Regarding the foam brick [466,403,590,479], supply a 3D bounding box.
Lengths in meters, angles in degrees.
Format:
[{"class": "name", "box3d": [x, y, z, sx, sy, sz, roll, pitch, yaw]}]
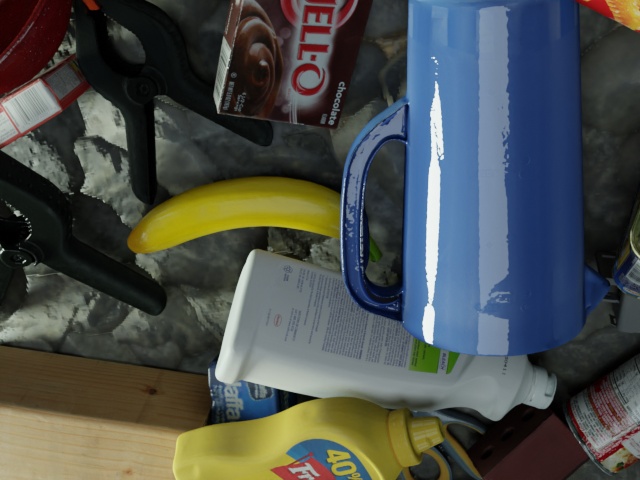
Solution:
[{"class": "foam brick", "box3d": [0.163, 0.168, 0.842, 0.078, 0.053, 0.051, -44, 105, 5]}]

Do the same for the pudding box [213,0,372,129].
[{"class": "pudding box", "box3d": [-0.020, -0.138, 0.733, 0.090, 0.039, 0.114, 6, 119, -19]}]

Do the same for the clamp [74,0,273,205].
[{"class": "clamp", "box3d": [-0.112, -0.114, 0.773, 0.120, 0.039, 0.171, -19, 117, 9]}]

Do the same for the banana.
[{"class": "banana", "box3d": [-0.051, -0.016, 0.806, 0.198, 0.037, 0.070, 3, 112, 4]}]

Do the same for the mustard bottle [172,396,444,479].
[{"class": "mustard bottle", "box3d": [-0.003, 0.159, 0.775, 0.192, 0.058, 0.096, -17, 125, 15]}]

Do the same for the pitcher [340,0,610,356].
[{"class": "pitcher", "box3d": [0.105, -0.053, 0.721, 0.145, 0.148, 0.243, 17, 118, 43]}]

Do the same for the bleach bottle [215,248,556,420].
[{"class": "bleach bottle", "box3d": [0.055, 0.087, 0.800, 0.250, 0.102, 0.068, 17, 150, -7]}]

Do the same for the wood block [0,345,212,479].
[{"class": "wood block", "box3d": [-0.191, 0.157, 0.877, 0.206, 0.090, 0.090, 8, 115, 5]}]

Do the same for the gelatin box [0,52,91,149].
[{"class": "gelatin box", "box3d": [-0.216, -0.096, 0.776, 0.089, 0.073, 0.030, -26, 107, 19]}]

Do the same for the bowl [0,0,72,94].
[{"class": "bowl", "box3d": [-0.224, -0.155, 0.731, 0.162, 0.162, 0.055, -26, 147, 18]}]

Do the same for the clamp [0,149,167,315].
[{"class": "clamp", "box3d": [-0.231, 0.005, 0.807, 0.165, 0.036, 0.210, -11, 139, 15]}]

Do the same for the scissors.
[{"class": "scissors", "box3d": [0.064, 0.139, 0.874, 0.201, 0.016, 0.096, 40, 114, -10]}]
